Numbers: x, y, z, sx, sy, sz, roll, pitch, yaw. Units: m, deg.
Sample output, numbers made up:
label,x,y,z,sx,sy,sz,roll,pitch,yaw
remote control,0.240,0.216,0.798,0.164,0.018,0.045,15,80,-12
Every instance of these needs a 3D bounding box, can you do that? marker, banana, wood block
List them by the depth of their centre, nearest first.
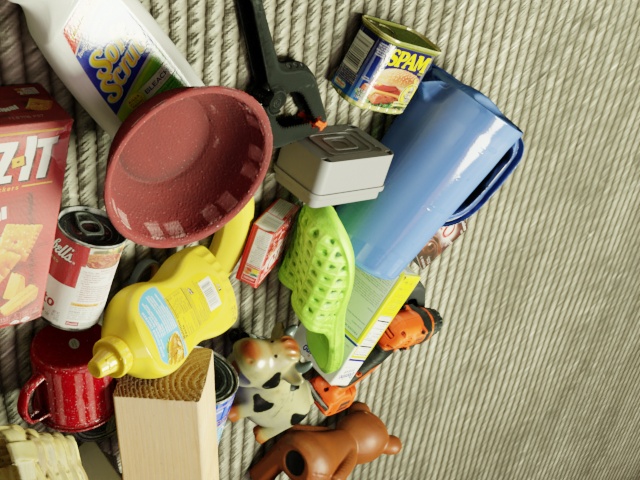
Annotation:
label,x,y,z,sx,sy,sz,roll,pitch,yaw
wood block,-0.161,0.222,1.145,0.091,0.090,0.206,2,121,3
banana,-0.106,-0.018,1.146,0.069,0.037,0.198,-8,132,-15
marker,-0.077,0.130,1.343,0.020,0.020,0.121,-52,146,7

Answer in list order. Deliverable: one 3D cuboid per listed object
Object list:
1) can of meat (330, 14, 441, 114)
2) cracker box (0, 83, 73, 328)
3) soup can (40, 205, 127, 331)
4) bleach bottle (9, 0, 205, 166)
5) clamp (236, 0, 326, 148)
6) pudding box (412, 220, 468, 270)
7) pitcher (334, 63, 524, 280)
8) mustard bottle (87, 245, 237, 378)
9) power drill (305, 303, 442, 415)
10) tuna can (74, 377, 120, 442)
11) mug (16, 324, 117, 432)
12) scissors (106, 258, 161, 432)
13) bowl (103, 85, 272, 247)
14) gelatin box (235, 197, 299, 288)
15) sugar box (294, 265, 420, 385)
label,x,y,z,sx,sy,sz,roll,pitch,yaw
can of meat,0.068,-0.186,1.147,0.101,0.057,0.084,2,126,-49
cracker box,-0.304,-0.015,0.887,0.163,0.072,0.214,-14,133,-41
soup can,-0.230,0.027,1.019,0.068,0.069,0.102,-8,131,-44
bleach bottle,-0.189,-0.165,0.872,0.102,0.068,0.250,-45,144,-3
clamp,-0.063,-0.136,1.061,0.164,0.036,0.209,-58,149,1
pudding box,0.145,-0.026,1.414,0.090,0.039,0.113,-41,146,-11
pitcher,0.122,-0.071,1.259,0.243,0.149,0.145,-53,173,15
mustard bottle,-0.164,0.084,1.074,0.191,0.058,0.096,-39,111,-50
power drill,0.076,0.158,1.468,0.188,0.057,0.184,-44,162,18
tuna can,-0.245,0.182,1.193,0.086,0.034,0.086,-29,143,-25
mug,-0.259,0.139,1.080,0.117,0.093,0.081,-34,141,-39
scissors,-0.187,0.109,1.165,0.096,0.016,0.202,-17,125,-48
bowl,-0.123,-0.074,0.920,0.161,0.055,0.162,-24,138,-24
gelatin box,-0.058,0.001,1.187,0.089,0.030,0.073,-52,165,-63
sugar box,0.042,0.090,1.370,0.048,0.093,0.176,10,118,-52
